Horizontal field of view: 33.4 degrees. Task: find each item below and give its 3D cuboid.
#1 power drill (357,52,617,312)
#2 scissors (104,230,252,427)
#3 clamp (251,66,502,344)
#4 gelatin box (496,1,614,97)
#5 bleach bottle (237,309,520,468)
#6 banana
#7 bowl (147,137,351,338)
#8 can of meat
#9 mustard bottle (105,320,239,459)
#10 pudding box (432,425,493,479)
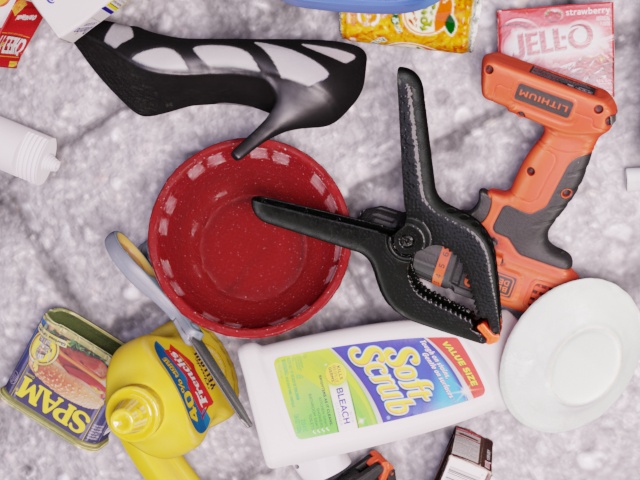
[{"bbox_3d":[0.132,-0.044,0.821,0.184,0.057,0.188,20,113,8],"label":"power drill"},{"bbox_3d":[-0.117,0.059,0.838,0.016,0.096,0.202,-42,45,9],"label":"scissors"},{"bbox_3d":[0.071,-0.013,0.801,0.210,0.036,0.165,43,110,2],"label":"clamp"},{"bbox_3d":[0.182,-0.145,0.830,0.089,0.030,0.073,-1,95,11],"label":"gelatin box"},{"bbox_3d":[0.068,0.101,0.839,0.250,0.068,0.102,-14,79,-5],"label":"bleach bottle"},{"bbox_3d":[-0.117,0.207,0.902,0.037,0.070,0.198,-38,91,-28],"label":"banana"},{"bbox_3d":[-0.056,0.001,0.865,0.162,0.055,0.162,0,80,0],"label":"bowl"},{"bbox_3d":[-0.211,0.118,0.919,0.102,0.057,0.084,31,97,6],"label":"can of meat"},{"bbox_3d":[-0.120,0.118,0.831,0.058,0.191,0.096,-25,90,12],"label":"mustard bottle"},{"bbox_3d":[0.101,0.214,0.848,0.039,0.090,0.113,24,98,6],"label":"pudding box"}]
